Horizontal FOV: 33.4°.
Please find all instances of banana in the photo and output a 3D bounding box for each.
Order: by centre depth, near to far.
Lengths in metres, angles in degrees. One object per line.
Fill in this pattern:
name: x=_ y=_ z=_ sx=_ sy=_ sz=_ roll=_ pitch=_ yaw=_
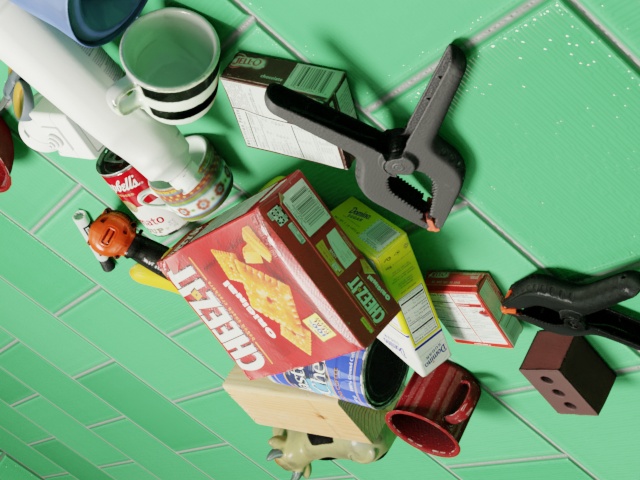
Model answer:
banana: x=-0.170 y=0.058 z=1.357 sx=0.198 sy=0.037 sz=0.069 roll=19 pitch=148 yaw=22

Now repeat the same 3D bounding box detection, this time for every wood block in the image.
wood block: x=-0.012 y=0.186 z=1.353 sx=0.207 sy=0.090 sz=0.090 roll=0 pitch=138 yaw=44

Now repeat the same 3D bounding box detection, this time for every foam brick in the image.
foam brick: x=0.244 y=0.131 z=1.055 sx=0.078 sy=0.051 sz=0.053 roll=46 pitch=149 yaw=-25

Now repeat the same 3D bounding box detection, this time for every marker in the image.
marker: x=-0.298 y=0.004 z=1.414 sx=0.020 sy=0.020 sz=0.121 roll=18 pitch=149 yaw=24

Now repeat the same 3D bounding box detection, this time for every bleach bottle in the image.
bleach bottle: x=-0.204 y=-0.134 z=0.973 sx=0.068 sy=0.102 sz=0.250 roll=-39 pitch=111 yaw=15

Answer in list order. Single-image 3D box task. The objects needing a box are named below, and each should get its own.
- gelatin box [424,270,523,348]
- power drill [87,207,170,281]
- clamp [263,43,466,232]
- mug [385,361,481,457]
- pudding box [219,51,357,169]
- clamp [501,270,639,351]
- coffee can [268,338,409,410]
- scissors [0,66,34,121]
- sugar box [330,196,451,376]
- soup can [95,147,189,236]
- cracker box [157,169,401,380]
gelatin box: x=0.151 y=0.068 z=1.068 sx=0.073 sy=0.030 sz=0.089 roll=0 pitch=137 yaw=45
power drill: x=-0.184 y=0.023 z=1.257 sx=0.187 sy=0.057 sz=0.184 roll=27 pitch=-179 yaw=-8
clamp: x=0.055 y=-0.076 z=0.891 sx=0.165 sy=0.036 sz=0.210 roll=-4 pitch=144 yaw=17
mug: x=0.138 y=0.187 z=1.215 sx=0.093 sy=0.081 sz=0.117 roll=38 pitch=152 yaw=-12
pudding box: x=-0.025 y=-0.114 z=0.939 sx=0.114 sy=0.039 sz=0.090 roll=17 pitch=149 yaw=28
clamp: x=0.235 y=0.056 z=0.957 sx=0.172 sy=0.039 sz=0.120 roll=9 pitch=143 yaw=36
coffee can: x=0.018 y=0.128 z=1.217 sx=0.141 sy=0.102 sz=0.102 roll=10 pitch=145 yaw=34
scissors: x=-0.330 y=-0.148 z=1.150 sx=0.016 sy=0.096 sz=0.202 roll=-4 pitch=161 yaw=-24
sugar box: x=0.068 y=0.047 z=1.056 sx=0.093 sy=0.048 sz=0.176 roll=39 pitch=162 yaw=47
soup can: x=-0.184 y=-0.061 z=1.149 sx=0.069 sy=0.068 sz=0.102 roll=5 pitch=143 yaw=40
cracker box: x=-0.047 y=0.043 z=1.035 sx=0.164 sy=0.072 sz=0.214 roll=53 pitch=144 yaw=-9
